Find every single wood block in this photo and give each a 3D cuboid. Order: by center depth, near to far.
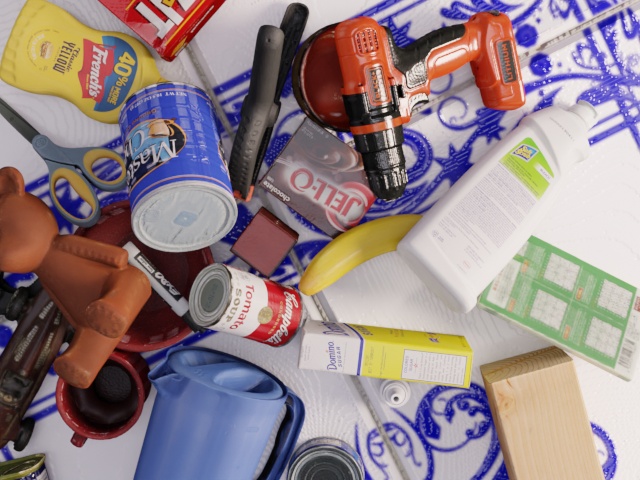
[{"bbox_3d":[0.241,0.227,1.125,0.091,0.090,0.206,-16,94,3],"label":"wood block"}]

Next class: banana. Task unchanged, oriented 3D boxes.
[{"bbox_3d":[0.067,0.010,1.113,0.197,0.037,0.069,-8,78,-17],"label":"banana"}]

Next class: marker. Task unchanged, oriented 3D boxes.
[{"bbox_3d":[-0.161,0.050,1.100,0.020,0.020,0.121,-43,93,5],"label":"marker"}]

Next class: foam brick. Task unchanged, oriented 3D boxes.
[{"bbox_3d":[-0.057,0.001,1.119,0.053,0.078,0.051,36,95,-4],"label":"foam brick"}]

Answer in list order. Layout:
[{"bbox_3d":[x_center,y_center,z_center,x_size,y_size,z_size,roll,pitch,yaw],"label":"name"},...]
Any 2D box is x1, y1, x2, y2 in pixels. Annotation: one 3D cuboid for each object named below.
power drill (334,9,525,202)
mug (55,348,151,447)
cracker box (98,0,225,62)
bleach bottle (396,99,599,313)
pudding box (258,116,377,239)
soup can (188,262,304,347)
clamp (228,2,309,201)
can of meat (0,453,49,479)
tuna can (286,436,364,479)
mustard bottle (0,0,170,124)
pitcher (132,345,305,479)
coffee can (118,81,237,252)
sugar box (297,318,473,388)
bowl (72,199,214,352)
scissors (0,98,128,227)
[{"bbox_3d":[0.113,-0.147,1.076,0.187,0.057,0.184,-17,104,-21],"label":"power drill"},{"bbox_3d":[-0.231,0.167,1.138,0.093,0.081,0.117,26,95,-1],"label":"mug"},{"bbox_3d":[-0.185,-0.316,1.096,0.213,0.072,0.164,42,96,-3],"label":"cracker box"},{"bbox_3d":[0.198,-0.046,1.095,0.250,0.068,0.102,-43,90,-11],"label":"bleach bottle"},{"bbox_3d":[0.005,-0.064,1.130,0.113,0.039,0.090,36,96,-2],"label":"pudding box"},{"bbox_3d":[-0.076,0.067,1.098,0.102,0.069,0.068,21,97,-41],"label":"soup can"},{"bbox_3d":[-0.061,-0.136,1.078,0.036,0.164,0.210,19,105,3],"label":"clamp"},{"bbox_3d":[-0.340,0.289,1.166,0.102,0.057,0.084,-14,97,4],"label":"can of meat"},{"bbox_3d":[0.005,0.260,1.163,0.086,0.034,0.086,0,95,2],"label":"tuna can"},{"bbox_3d":[-0.231,-0.175,1.118,0.191,0.058,0.096,22,91,-1],"label":"mustard bottle"},{"bbox_3d":[-0.124,0.244,1.128,0.149,0.145,0.243,21,99,12],"label":"pitcher"},{"bbox_3d":[-0.145,-0.074,1.069,0.103,0.103,0.140,-17,54,3],"label":"coffee can"},{"bbox_3d":[0.066,0.116,1.118,0.176,0.093,0.048,9,95,1],"label":"sugar box"},{"bbox_3d":[-0.189,0.035,1.137,0.162,0.055,0.162,0,95,2],"label":"bowl"},{"bbox_3d":[-0.272,-0.104,1.125,0.096,0.016,0.202,-29,71,-9],"label":"scissors"}]
